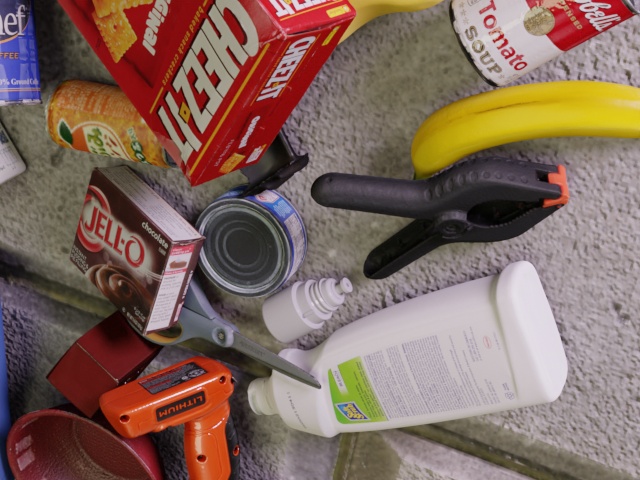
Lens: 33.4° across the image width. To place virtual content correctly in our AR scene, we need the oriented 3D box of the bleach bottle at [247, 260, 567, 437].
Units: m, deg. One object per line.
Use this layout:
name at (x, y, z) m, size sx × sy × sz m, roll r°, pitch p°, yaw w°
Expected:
bleach bottle at (0.051, 0.092, 0.810) m, size 0.251 × 0.068 × 0.102 m, roll -15°, pitch 103°, yaw 29°

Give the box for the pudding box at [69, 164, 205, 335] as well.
pudding box at (-0.148, 0.006, 0.849) m, size 0.114 × 0.039 × 0.090 m, roll 38°, pitch 123°, yaw 30°

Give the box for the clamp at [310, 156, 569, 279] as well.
clamp at (0.088, -0.016, 0.752) m, size 0.171 × 0.039 × 0.120 m, roll -5°, pitch 152°, yaw 13°

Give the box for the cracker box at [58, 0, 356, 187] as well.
cracker box at (-0.095, -0.167, 0.704) m, size 0.214 × 0.071 × 0.164 m, roll 54°, pitch 140°, yaw 12°

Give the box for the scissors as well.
scissors at (-0.082, 0.055, 0.849) m, size 0.202 × 0.016 × 0.096 m, roll 7°, pitch 106°, yaw 35°

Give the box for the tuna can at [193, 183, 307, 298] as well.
tuna can at (-0.055, 0.001, 0.832) m, size 0.086 × 0.033 × 0.086 m, roll 8°, pitch 114°, yaw 19°

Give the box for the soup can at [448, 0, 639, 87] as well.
soup can at (0.141, -0.148, 0.671) m, size 0.102 × 0.068 × 0.068 m, roll -27°, pitch 99°, yaw 30°

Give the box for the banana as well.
banana at (0.139, -0.077, 0.714) m, size 0.198 × 0.069 × 0.037 m, roll -11°, pitch 62°, yaw 28°

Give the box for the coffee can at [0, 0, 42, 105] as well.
coffee can at (-0.264, -0.170, 0.794) m, size 0.103 × 0.102 × 0.140 m, roll 1°, pitch 99°, yaw 22°

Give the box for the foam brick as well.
foam brick at (-0.180, 0.102, 0.899) m, size 0.051 × 0.078 × 0.053 m, roll 44°, pitch 120°, yaw 2°

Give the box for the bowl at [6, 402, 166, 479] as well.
bowl at (-0.196, 0.198, 0.948) m, size 0.162 × 0.055 × 0.162 m, roll 13°, pitch 126°, yaw 18°

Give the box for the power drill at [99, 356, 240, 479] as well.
power drill at (-0.118, 0.202, 0.866) m, size 0.057 × 0.184 × 0.187 m, roll 18°, pitch 125°, yaw 56°
